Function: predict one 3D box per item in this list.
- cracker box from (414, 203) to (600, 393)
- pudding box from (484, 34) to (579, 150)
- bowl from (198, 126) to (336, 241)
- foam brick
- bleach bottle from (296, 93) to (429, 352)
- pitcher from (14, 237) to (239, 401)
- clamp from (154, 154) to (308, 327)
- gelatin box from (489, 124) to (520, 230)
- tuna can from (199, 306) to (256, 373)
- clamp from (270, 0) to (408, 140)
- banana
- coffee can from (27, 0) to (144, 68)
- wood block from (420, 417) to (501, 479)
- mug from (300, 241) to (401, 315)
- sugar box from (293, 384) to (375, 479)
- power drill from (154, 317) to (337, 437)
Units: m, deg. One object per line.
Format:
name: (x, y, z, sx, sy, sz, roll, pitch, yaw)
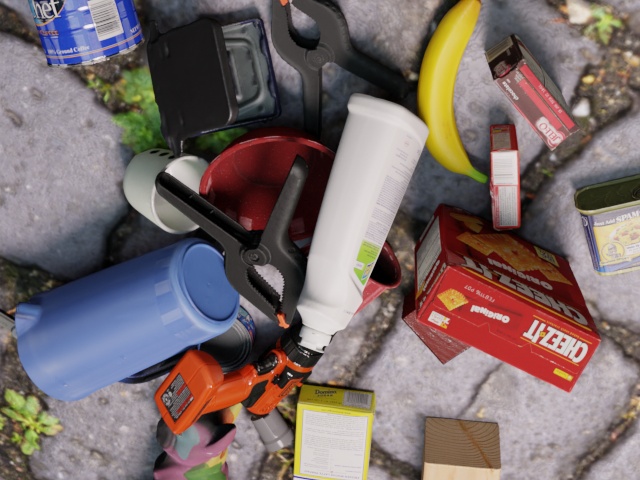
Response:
cracker box: (0.182, 0.049, 1.079, 0.164, 0.213, 0.072, 25, 108, -4)
pudding box: (0.203, -0.146, 1.034, 0.039, 0.113, 0.090, -36, 106, 19)
bowl: (-0.048, -0.069, 1.127, 0.162, 0.055, 0.162, -3, 139, -3)
foam brick: (0.134, 0.088, 1.198, 0.051, 0.053, 0.078, -35, 106, 23)
bleach bottle: (0.030, -0.012, 1.060, 0.068, 0.102, 0.251, 20, 89, 27)
pitcher: (-0.204, 0.089, 1.187, 0.243, 0.149, 0.145, -22, 89, 31)
clamp: (-0.057, 0.001, 1.097, 0.165, 0.036, 0.210, -11, 123, 26)
gelatin box: (0.189, -0.065, 1.100, 0.030, 0.073, 0.089, -2, 117, 9)
tuna can: (-0.120, 0.113, 1.260, 0.086, 0.033, 0.086, 4, 117, 7)
clamp: (-0.004, -0.183, 1.091, 0.120, 0.039, 0.171, -35, 107, 19)
banana: (0.132, -0.151, 1.087, 0.069, 0.037, 0.198, -5, 116, 4)
coffee can: (-0.242, -0.254, 1.055, 0.103, 0.102, 0.140, -7, 116, 12)
wood block: (0.165, 0.327, 1.293, 0.090, 0.090, 0.206, 4, 117, 6)
mug: (0.019, 0.033, 1.162, 0.117, 0.093, 0.082, 20, 129, -39)
sugar box: (0.015, 0.264, 1.311, 0.093, 0.048, 0.176, 7, 121, 5)
power drill: (-0.079, 0.145, 1.193, 0.057, 0.187, 0.185, 55, 127, 25)
